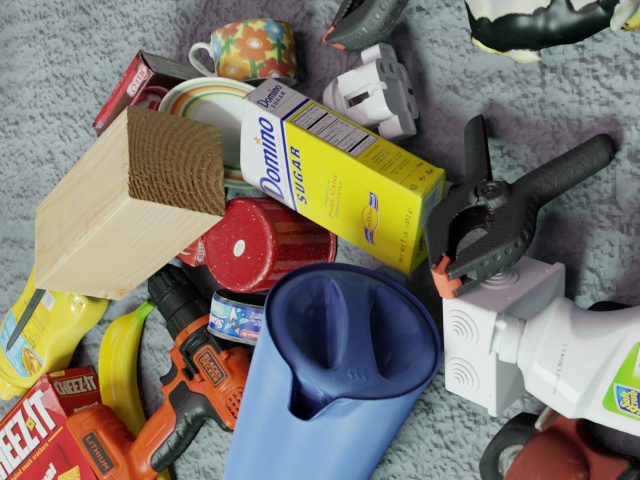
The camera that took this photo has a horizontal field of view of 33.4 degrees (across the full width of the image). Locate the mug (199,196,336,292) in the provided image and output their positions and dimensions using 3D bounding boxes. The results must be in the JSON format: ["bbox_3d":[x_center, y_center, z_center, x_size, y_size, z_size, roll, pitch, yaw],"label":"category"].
[{"bbox_3d":[-0.056,0.001,0.937,0.117,0.081,0.093,12,98,36],"label":"mug"}]

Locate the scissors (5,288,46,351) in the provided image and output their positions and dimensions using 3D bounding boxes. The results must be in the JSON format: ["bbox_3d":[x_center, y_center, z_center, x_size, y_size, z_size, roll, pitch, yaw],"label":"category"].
[{"bbox_3d":[-0.276,0.013,1.080,0.096,0.016,0.201,27,73,39],"label":"scissors"}]

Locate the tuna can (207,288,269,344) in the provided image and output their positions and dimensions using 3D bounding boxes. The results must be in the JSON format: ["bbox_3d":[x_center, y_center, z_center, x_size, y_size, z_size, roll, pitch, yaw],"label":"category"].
[{"bbox_3d":[-0.054,0.067,0.935,0.086,0.085,0.034,13,98,36],"label":"tuna can"}]

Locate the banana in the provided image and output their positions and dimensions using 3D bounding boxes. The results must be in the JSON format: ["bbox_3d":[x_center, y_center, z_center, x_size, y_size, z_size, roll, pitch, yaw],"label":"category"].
[{"bbox_3d":[-0.189,0.160,1.070,0.070,0.037,0.198,-10,85,37],"label":"banana"}]

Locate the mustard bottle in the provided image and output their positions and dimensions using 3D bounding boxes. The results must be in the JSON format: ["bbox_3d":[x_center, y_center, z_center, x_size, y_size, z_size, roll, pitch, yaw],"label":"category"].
[{"bbox_3d":[-0.298,0.100,1.137,0.096,0.058,0.192,49,118,27],"label":"mustard bottle"}]

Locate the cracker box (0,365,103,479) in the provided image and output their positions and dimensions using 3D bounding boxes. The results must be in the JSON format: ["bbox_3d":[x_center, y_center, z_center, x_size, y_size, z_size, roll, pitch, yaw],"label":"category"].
[{"bbox_3d":[-0.261,0.264,1.106,0.164,0.071,0.214,-45,65,29],"label":"cracker box"}]

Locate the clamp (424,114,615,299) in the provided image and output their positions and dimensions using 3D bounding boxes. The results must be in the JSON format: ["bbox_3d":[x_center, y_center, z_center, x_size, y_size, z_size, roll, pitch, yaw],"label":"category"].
[{"bbox_3d":[0.122,-0.032,0.779,0.120,0.171,0.039,20,145,46],"label":"clamp"}]

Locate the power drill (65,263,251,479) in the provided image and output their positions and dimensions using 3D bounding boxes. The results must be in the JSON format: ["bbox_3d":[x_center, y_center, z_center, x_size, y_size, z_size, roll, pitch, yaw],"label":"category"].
[{"bbox_3d":[-0.152,0.139,1.006,0.188,0.057,0.184,-43,70,17],"label":"power drill"}]

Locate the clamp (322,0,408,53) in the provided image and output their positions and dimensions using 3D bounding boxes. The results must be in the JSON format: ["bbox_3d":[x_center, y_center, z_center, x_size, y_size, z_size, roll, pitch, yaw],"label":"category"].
[{"bbox_3d":[0.067,-0.229,0.839,0.210,0.036,0.164,-42,32,51],"label":"clamp"}]

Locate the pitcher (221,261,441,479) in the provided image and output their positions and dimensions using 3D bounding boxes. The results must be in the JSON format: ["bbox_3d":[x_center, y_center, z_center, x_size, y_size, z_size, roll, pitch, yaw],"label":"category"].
[{"bbox_3d":[0.000,0.138,0.849,0.243,0.149,0.145,110,146,-41],"label":"pitcher"}]

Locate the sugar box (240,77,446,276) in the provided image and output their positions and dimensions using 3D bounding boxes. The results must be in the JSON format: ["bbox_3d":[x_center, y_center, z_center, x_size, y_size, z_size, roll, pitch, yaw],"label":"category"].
[{"bbox_3d":[0.014,-0.052,0.865,0.176,0.048,0.093,28,141,21],"label":"sugar box"}]

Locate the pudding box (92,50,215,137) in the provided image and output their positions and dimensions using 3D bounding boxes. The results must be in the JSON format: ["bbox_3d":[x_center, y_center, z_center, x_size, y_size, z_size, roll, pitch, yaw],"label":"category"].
[{"bbox_3d":[-0.138,-0.118,0.975,0.090,0.113,0.039,-50,55,27],"label":"pudding box"}]

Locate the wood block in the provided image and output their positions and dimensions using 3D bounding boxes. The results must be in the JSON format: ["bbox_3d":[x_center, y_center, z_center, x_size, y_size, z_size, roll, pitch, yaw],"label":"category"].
[{"bbox_3d":[-0.176,-0.027,0.956,0.207,0.090,0.090,-34,54,48],"label":"wood block"}]
